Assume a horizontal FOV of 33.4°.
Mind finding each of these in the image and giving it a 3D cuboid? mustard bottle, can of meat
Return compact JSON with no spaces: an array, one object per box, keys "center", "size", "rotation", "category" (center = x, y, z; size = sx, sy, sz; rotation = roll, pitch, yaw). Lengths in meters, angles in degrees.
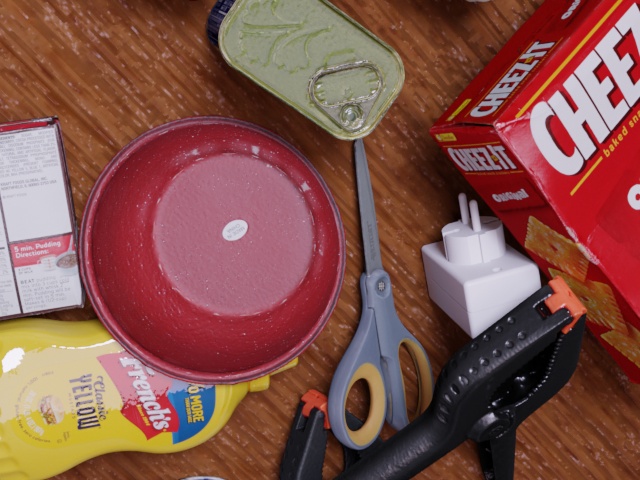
[{"center":[-0.108,0.084,0.647],"size":[0.191,0.058,0.096],"rotation":[-9,102,-11],"category":"mustard bottle"},{"center":[-0.013,-0.107,0.602],"size":[0.102,0.084,0.057],"rotation":[32,96,-19],"category":"can of meat"}]

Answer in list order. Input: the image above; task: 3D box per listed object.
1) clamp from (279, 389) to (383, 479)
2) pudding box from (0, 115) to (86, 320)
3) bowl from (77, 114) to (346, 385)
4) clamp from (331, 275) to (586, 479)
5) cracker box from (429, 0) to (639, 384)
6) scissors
[{"center":[0.009,0.186,0.704],"size":[0.120,0.039,0.171],"rotation":[-32,109,-30],"category":"clamp"},{"center":[-0.187,-0.010,0.614],"size":[0.090,0.039,0.113],"rotation":[-9,105,-10],"category":"pudding box"},{"center":[-0.054,0.001,0.608],"size":[0.162,0.055,0.162],"rotation":[3,81,-16],"category":"bowl"},{"center":[0.103,0.105,0.656],"size":[0.164,0.036,0.210],"rotation":[5,131,-41],"category":"clamp"},{"center":[0.190,-0.041,0.615],"size":[0.164,0.072,0.213],"rotation":[-48,111,-17],"category":"cracker box"},{"center":[0.024,0.044,0.671],"size":[0.096,0.016,0.202],"rotation":[-34,114,-36],"category":"scissors"}]
